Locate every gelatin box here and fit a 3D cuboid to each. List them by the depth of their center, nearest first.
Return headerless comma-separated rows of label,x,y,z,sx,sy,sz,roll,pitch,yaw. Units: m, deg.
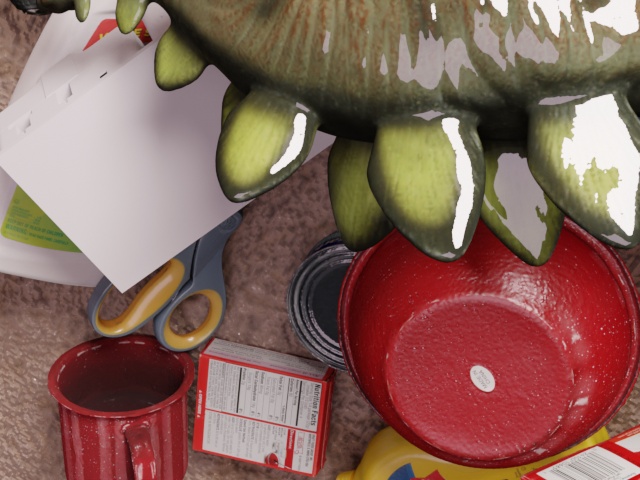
gelatin box,-0.037,0.109,0.702,0.089,0.030,0.073,10,112,11

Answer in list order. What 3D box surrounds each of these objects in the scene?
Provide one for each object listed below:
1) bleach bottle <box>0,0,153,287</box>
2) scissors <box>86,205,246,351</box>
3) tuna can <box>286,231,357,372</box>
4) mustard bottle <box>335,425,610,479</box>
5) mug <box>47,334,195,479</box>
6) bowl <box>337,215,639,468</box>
bleach bottle,-0.129,-0.095,0.616,0.102,0.068,0.251,13,116,-25
scissors,-0.054,0.001,0.665,0.202,0.016,0.096,-37,132,5
tuna can,0.024,0.036,0.654,0.086,0.033,0.086,5,112,13
mustard bottle,0.084,0.150,0.668,0.192,0.058,0.096,-18,122,22
mug,-0.123,0.125,0.689,0.093,0.117,0.081,-9,119,-21
bowl,0.082,0.058,0.541,0.162,0.055,0.162,5,112,12
